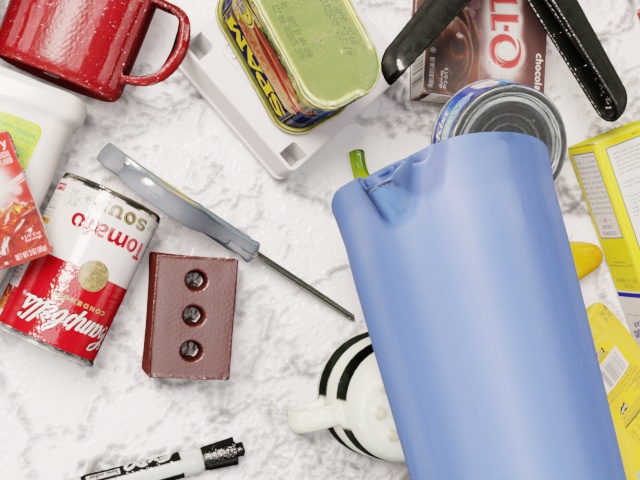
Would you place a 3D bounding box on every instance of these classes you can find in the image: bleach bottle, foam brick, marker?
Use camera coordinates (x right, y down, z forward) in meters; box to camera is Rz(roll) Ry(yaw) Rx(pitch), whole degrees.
[{"bbox_3d":[-0.231,0.017,0.641,0.102,0.068,0.251,20,86,-12],"label":"bleach bottle"},{"bbox_3d":[-0.084,0.047,0.679,0.053,0.051,0.078,4,87,-14],"label":"foam brick"},{"bbox_3d":[-0.108,0.149,0.687,0.121,0.020,0.020,-12,91,-13],"label":"marker"}]

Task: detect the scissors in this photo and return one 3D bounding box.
[{"bbox_3d":[-0.054,0.001,0.670,0.201,0.096,0.016,34,91,-7],"label":"scissors"}]

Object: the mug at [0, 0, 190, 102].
[{"bbox_3d":[-0.136,-0.131,0.650,0.117,0.093,0.081,21,88,4],"label":"mug"}]

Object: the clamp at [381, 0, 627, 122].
[{"bbox_3d":[0.131,-0.177,0.682,0.164,0.036,0.210,14,77,-15],"label":"clamp"}]

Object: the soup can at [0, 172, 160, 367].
[{"bbox_3d":[-0.149,0.018,0.657,0.068,0.069,0.102,26,82,-12],"label":"soup can"}]

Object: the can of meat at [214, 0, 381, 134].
[{"bbox_3d":[-0.013,-0.118,0.624,0.057,0.084,0.102,-30,96,-13],"label":"can of meat"}]

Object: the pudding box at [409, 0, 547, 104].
[{"bbox_3d":[0.109,-0.148,0.737,0.090,0.039,0.113,4,88,-14],"label":"pudding box"}]

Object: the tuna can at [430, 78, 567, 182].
[{"bbox_3d":[0.119,-0.063,0.707,0.086,0.034,0.086,-3,104,-14],"label":"tuna can"}]

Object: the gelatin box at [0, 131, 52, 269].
[{"bbox_3d":[-0.205,-0.013,0.598,0.089,0.030,0.073,-21,98,-12],"label":"gelatin box"}]

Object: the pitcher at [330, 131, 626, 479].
[{"bbox_3d":[0.101,0.072,0.611,0.149,0.145,0.243,-7,71,-15],"label":"pitcher"}]
